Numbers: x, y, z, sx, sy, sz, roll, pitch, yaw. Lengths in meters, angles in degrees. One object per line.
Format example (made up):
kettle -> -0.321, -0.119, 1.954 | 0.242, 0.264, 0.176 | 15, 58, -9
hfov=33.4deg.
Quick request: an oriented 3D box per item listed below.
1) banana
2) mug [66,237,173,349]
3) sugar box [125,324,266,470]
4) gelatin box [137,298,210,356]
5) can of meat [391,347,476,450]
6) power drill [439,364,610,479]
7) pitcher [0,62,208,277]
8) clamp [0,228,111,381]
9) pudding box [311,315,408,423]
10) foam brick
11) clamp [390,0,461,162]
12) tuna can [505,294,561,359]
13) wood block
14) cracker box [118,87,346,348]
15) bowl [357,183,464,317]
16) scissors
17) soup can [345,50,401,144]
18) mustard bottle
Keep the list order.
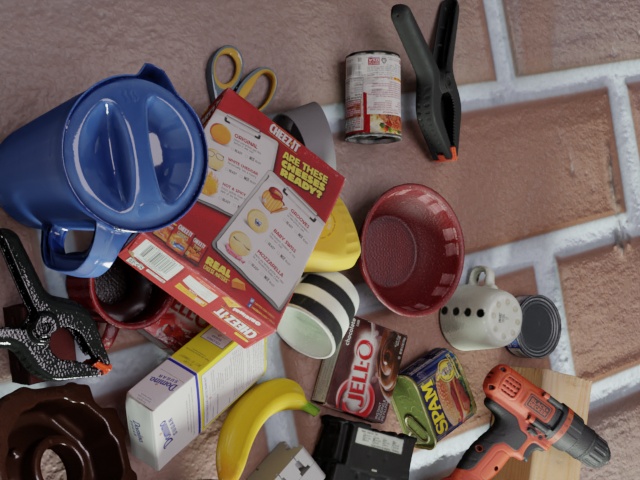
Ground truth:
banana -> -0.065, 0.196, 1.161 | 0.070, 0.037, 0.197 | 46, 34, 9
mug -> -0.208, 0.055, 1.076 | 0.093, 0.082, 0.117 | 21, 76, -31
sugar box -> -0.126, 0.148, 1.109 | 0.175, 0.048, 0.093 | -36, 142, -39
gelatin box -> -0.152, 0.083, 1.144 | 0.089, 0.030, 0.073 | 42, 66, -25
can of meat -> 0.138, 0.193, 1.318 | 0.083, 0.058, 0.102 | -28, 104, -35
power drill -> 0.240, 0.271, 1.296 | 0.184, 0.057, 0.187 | 36, 78, -3
pitcher -> -0.218, -0.058, 0.978 | 0.149, 0.243, 0.145 | -34, 106, -30
clamp -> -0.274, 0.085, 0.993 | 0.171, 0.039, 0.120 | 48, 71, -23
pudding box -> 0.047, 0.152, 1.268 | 0.089, 0.039, 0.113 | 23, 75, -31
foam brick -> -0.275, 0.098, 1.047 | 0.051, 0.053, 0.078 | -8, 91, -34
clamp -> 0.149, -0.206, 1.345 | 0.164, 0.036, 0.210 | -35, 117, -53
tuna can -> 0.281, 0.115, 1.431 | 0.085, 0.034, 0.086 | 2, 86, -34
wood block -> 0.278, 0.274, 1.387 | 0.090, 0.091, 0.206 | 16, 79, -31
cracker box -> -0.085, -0.024, 1.083 | 0.164, 0.072, 0.213 | 37, 51, -16
bowl -> 0.099, 0.012, 1.301 | 0.161, 0.055, 0.162 | 2, 86, -34
scissors -> -0.124, -0.138, 1.183 | 0.201, 0.016, 0.096 | -47, 111, -26
soup can -> 0.063, -0.171, 1.279 | 0.068, 0.069, 0.102 | 2, 86, -34
mustard bottle -> -0.058, 0.001, 1.181 | 0.191, 0.058, 0.096 | -11, 63, -24
